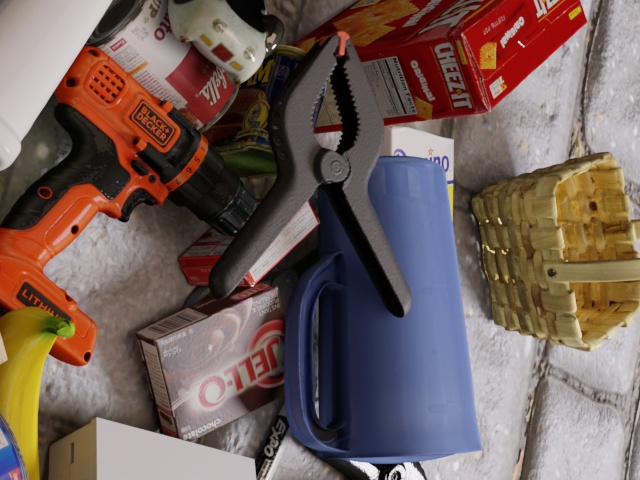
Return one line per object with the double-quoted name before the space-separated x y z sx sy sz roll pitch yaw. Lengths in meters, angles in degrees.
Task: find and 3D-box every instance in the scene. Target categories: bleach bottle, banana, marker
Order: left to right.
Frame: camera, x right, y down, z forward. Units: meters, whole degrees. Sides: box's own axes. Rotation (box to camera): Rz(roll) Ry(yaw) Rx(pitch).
"banana" -0.192 0.112 0.677 0.037 0.070 0.198 -5 127 -30
"bleach bottle" -0.173 -0.156 0.695 0.068 0.103 0.250 44 60 -27
"marker" -0.035 0.165 0.883 0.020 0.020 0.121 46 58 -34

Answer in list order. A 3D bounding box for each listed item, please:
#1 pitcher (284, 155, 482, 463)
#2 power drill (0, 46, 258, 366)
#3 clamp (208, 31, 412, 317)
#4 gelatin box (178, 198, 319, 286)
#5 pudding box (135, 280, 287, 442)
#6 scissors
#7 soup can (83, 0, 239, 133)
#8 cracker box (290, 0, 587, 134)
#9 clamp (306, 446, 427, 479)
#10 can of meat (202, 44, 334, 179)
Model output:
"pitcher" 0.049 0.058 0.867 0.149 0.145 0.243 47 39 -78
"power drill" -0.144 -0.011 0.734 0.184 0.057 0.187 42 66 -27
"clamp" 0.010 -0.044 0.778 0.164 0.036 0.210 16 79 -30
"gelatin box" -0.056 0.001 0.830 0.089 0.073 0.030 -45 119 -36
"pudding box" -0.077 0.091 0.811 0.113 0.039 0.090 -22 112 -30
"scissors" -0.031 0.054 0.893 0.201 0.016 0.096 -17 103 -43
"soup can" -0.117 -0.131 0.776 0.102 0.069 0.068 45 59 -34
"cracker box" 0.081 -0.159 0.872 0.164 0.214 0.072 -42 117 -37
"clamp" 0.047 0.207 0.953 0.120 0.039 0.171 -21 104 -27
"can of meat" -0.045 -0.096 0.825 0.057 0.102 0.084 25 74 -36
